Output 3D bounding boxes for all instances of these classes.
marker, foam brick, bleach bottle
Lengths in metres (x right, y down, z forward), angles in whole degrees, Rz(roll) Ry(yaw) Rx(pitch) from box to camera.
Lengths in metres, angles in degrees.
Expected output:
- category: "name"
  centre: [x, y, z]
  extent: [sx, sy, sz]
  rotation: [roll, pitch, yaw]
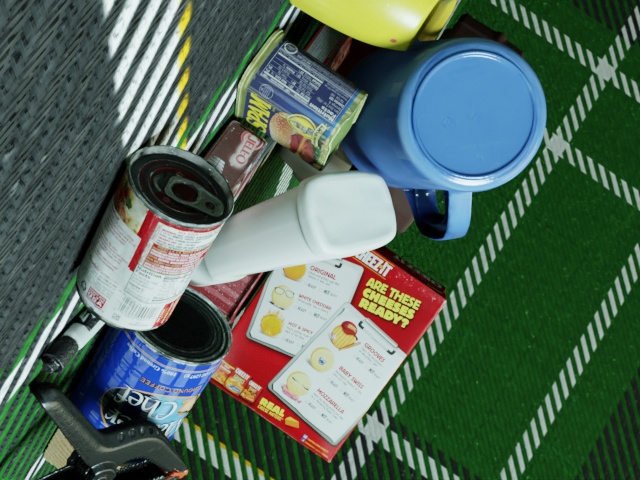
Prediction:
- category: "marker"
  centre: [-0.168, 0.056, 0.795]
  extent: [0.121, 0.020, 0.020]
  rotation: [-54, 177, -45]
- category: "foam brick"
  centre: [0.022, -0.178, 1.078]
  extent: [0.078, 0.051, 0.053]
  rotation: [-55, 177, -23]
- category: "bleach bottle"
  centre: [-0.056, 0.001, 0.931]
  extent: [0.102, 0.068, 0.251]
  rotation: [-9, 175, -45]

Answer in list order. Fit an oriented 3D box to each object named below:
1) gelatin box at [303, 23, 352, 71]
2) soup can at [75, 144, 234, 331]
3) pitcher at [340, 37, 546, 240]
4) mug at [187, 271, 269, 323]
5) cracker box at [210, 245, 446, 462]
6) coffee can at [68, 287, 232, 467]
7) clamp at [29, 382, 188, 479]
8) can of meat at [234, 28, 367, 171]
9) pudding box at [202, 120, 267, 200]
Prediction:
- category: "gelatin box"
  centre: [-0.004, -0.162, 1.003]
  extent: [0.089, 0.030, 0.073]
  rotation: [-55, 178, -8]
- category: "soup can"
  centre: [-0.105, 0.001, 0.663]
  extent: [0.102, 0.068, 0.068]
  rotation: [-56, 178, 36]
- category: "pitcher"
  centre: [0.095, -0.089, 0.853]
  extent: [0.145, 0.149, 0.243]
  rotation: [-53, -171, 2]
- category: "mug"
  centre: [-0.104, 0.033, 1.078]
  extent: [0.117, 0.081, 0.093]
  rotation: [-56, 178, 9]
- category: "cracker box"
  centre: [0.005, 0.095, 1.108]
  extent: [0.214, 0.164, 0.072]
  rotation: [-56, 180, 12]
- category: "coffee can"
  centre: [-0.155, 0.119, 0.954]
  extent: [0.140, 0.103, 0.102]
  rotation: [-57, 178, 30]
- category: "clamp"
  centre: [-0.197, 0.193, 0.877]
  extent: [0.165, 0.036, 0.209]
  rotation: [-51, 145, 11]
- category: "can of meat"
  centre: [-0.016, -0.106, 0.831]
  extent: [0.057, 0.084, 0.102]
  rotation: [-55, 178, -14]
- category: "pudding box"
  centre: [-0.093, -0.031, 0.862]
  extent: [0.113, 0.039, 0.090]
  rotation: [-54, 179, -25]
